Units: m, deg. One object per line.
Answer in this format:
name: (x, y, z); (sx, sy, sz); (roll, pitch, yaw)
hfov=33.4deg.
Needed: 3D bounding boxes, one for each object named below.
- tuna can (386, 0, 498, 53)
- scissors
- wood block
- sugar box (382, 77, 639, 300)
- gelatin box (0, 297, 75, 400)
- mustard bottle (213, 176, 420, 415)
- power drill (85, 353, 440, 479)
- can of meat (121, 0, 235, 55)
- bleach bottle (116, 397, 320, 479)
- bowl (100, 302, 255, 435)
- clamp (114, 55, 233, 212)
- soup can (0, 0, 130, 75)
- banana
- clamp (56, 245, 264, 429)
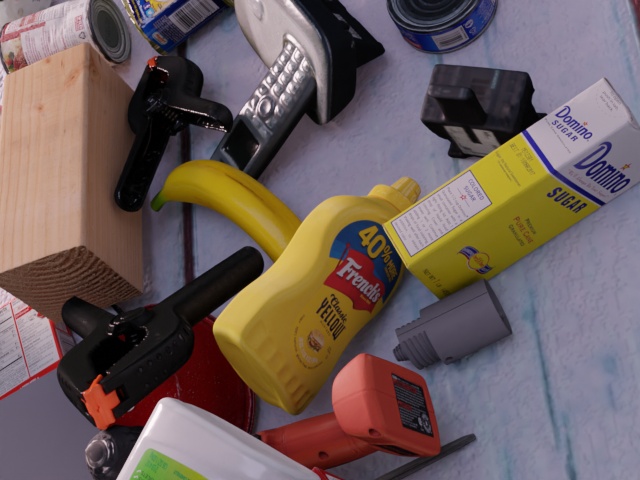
tuna can: (0.096, -0.195, 0.855); (0.086, 0.033, 0.086); (-10, 66, 22)
scissors: (0.008, 0.182, 0.747); (0.201, 0.096, 0.016); (-27, 93, -18)
wood block: (-0.209, -0.049, 0.894); (0.090, 0.090, 0.206); (-18, 56, 17)
sugar box: (0.138, -0.029, 0.733); (0.176, 0.093, 0.048); (-32, 61, 11)
gelatin box: (-0.247, 0.090, 0.907); (0.073, 0.030, 0.089); (-32, 60, 13)
mustard bottle: (0.011, 0.025, 0.764); (0.058, 0.096, 0.191); (16, 57, 45)
power drill: (-0.032, 0.128, 0.687); (0.188, 0.184, 0.057); (-21, 66, 24)
can of meat: (-0.134, -0.230, 0.966); (0.084, 0.057, 0.102); (-34, 59, 12)
bleach bottle: (-0.101, 0.217, 0.573); (0.103, 0.068, 0.251); (24, 83, 30)
bowl: (-0.133, 0.124, 0.808); (0.162, 0.055, 0.162); (-4, 78, 21)
clamp: (-0.120, -0.109, 0.888); (0.120, 0.039, 0.171); (-28, 42, 20)
soup can: (-0.237, -0.183, 0.989); (0.102, 0.068, 0.068); (-13, 65, 20)
banana: (-0.057, -0.015, 0.840); (0.198, 0.070, 0.037); (32, 44, 29)
clamp: (-0.136, 0.068, 0.742); (0.165, 0.209, 0.036); (-15, 109, 16)
